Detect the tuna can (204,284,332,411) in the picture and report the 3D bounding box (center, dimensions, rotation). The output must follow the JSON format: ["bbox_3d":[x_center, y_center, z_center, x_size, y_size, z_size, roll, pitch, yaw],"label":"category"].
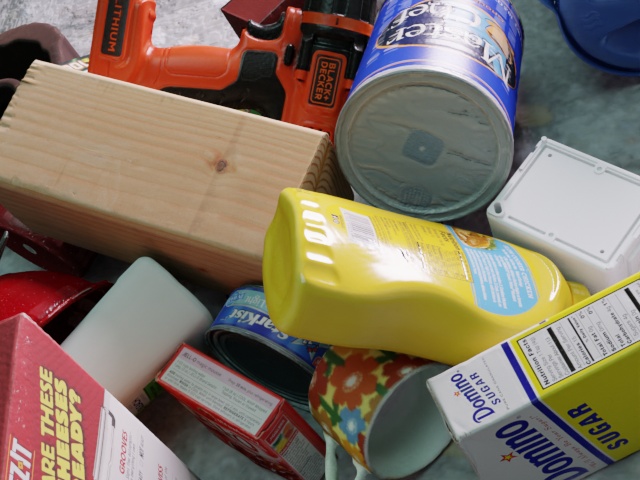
[{"bbox_3d":[-0.023,0.063,0.624,0.086,0.086,0.033,12,59,35],"label":"tuna can"}]

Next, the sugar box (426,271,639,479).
[{"bbox_3d":[0.149,0.065,0.524,0.176,0.093,0.048,-31,46,5],"label":"sugar box"}]

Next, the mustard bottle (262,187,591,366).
[{"bbox_3d":[0.068,0.027,0.563,0.191,0.058,0.096,12,28,-15],"label":"mustard bottle"}]

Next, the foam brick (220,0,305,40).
[{"bbox_3d":[-0.028,-0.158,0.812,0.051,0.078,0.053,-46,45,-11],"label":"foam brick"}]

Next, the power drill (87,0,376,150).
[{"bbox_3d":[-0.058,-0.146,0.734,0.187,0.057,0.184,11,94,0],"label":"power drill"}]

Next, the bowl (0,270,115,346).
[{"bbox_3d":[-0.200,0.072,0.662,0.055,0.162,0.162,39,76,7],"label":"bowl"}]

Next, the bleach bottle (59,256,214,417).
[{"bbox_3d":[-0.170,0.123,0.639,0.068,0.102,0.250,42,76,7],"label":"bleach bottle"}]

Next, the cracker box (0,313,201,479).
[{"bbox_3d":[-0.113,0.163,0.503,0.072,0.213,0.164,-20,47,13],"label":"cracker box"}]

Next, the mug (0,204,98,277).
[{"bbox_3d":[-0.182,-0.023,0.778,0.117,0.093,0.081,10,64,42],"label":"mug"}]

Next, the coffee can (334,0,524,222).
[{"bbox_3d":[0.071,-0.092,0.661,0.103,0.103,0.140,-10,33,21],"label":"coffee can"}]

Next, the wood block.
[{"bbox_3d":[-0.097,-0.034,0.668,0.206,0.090,0.090,17,71,20],"label":"wood block"}]

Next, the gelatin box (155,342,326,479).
[{"bbox_3d":[-0.043,0.102,0.612,0.089,0.073,0.030,21,67,38],"label":"gelatin box"}]
